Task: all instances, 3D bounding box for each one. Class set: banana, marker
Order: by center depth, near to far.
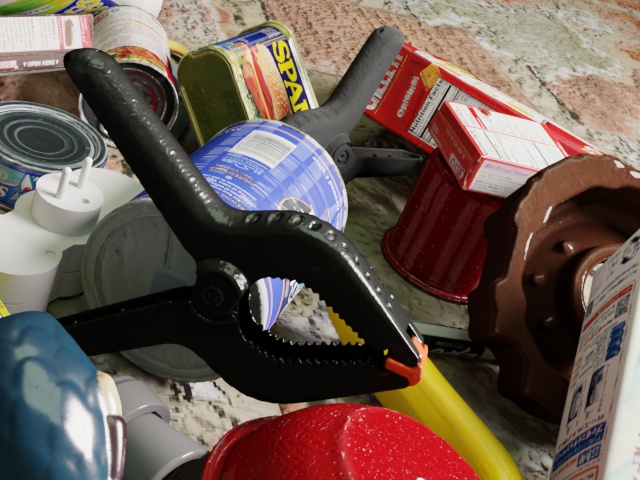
[{"bbox_3d":[0.059,0.087,0.580,0.037,0.069,0.198,-27,44,-14],"label":"banana"},{"bbox_3d":[0.085,0.064,0.677,0.121,0.020,0.020,10,32,-22],"label":"marker"}]

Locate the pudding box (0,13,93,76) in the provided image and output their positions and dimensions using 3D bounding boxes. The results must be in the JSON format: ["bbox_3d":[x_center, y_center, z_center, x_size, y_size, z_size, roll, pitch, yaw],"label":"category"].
[{"bbox_3d":[-0.220,-0.130,0.712,0.114,0.039,0.089,8,16,39],"label":"pudding box"}]

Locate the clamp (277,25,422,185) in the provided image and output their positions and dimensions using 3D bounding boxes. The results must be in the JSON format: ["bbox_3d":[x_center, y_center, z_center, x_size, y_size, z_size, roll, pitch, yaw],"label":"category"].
[{"bbox_3d":[0.007,-0.074,0.743,0.171,0.120,0.039,-30,34,-35],"label":"clamp"}]

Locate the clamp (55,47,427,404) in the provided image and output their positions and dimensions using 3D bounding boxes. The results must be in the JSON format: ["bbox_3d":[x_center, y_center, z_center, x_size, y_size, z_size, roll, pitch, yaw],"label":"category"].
[{"bbox_3d":[-0.054,0.027,0.502,0.210,0.165,0.036,28,21,2],"label":"clamp"}]

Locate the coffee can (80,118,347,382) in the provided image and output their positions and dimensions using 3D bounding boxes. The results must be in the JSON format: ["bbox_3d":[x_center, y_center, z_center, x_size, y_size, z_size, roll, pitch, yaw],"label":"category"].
[{"bbox_3d":[-0.054,0.001,0.597,0.103,0.103,0.140,27,30,7],"label":"coffee can"}]

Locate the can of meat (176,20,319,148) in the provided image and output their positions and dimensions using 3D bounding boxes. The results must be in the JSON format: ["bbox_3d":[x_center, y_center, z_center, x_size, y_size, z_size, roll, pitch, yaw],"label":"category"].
[{"bbox_3d":[-0.051,-0.100,0.771,0.058,0.102,0.083,-11,14,34],"label":"can of meat"}]

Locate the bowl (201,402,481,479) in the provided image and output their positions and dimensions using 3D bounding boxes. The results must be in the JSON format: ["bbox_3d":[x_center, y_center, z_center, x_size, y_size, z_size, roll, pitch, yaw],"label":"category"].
[{"bbox_3d":[0.029,0.125,0.464,0.162,0.055,0.162,32,25,-18],"label":"bowl"}]

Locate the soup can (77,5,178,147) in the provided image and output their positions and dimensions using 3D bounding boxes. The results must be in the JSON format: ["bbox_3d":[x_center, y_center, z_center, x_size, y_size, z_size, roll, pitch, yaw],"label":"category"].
[{"bbox_3d":[-0.140,-0.120,0.769,0.068,0.069,0.102,12,31,-20],"label":"soup can"}]

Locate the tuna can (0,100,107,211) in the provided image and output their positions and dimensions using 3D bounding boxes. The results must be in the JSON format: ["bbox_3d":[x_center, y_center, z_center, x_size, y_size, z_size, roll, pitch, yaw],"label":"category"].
[{"bbox_3d":[-0.177,-0.052,0.666,0.086,0.034,0.086,17,30,-11],"label":"tuna can"}]

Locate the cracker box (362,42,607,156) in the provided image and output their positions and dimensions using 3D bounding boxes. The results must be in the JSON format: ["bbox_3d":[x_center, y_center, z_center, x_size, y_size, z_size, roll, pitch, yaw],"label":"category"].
[{"bbox_3d":[0.143,-0.080,0.868,0.214,0.072,0.164,35,15,20],"label":"cracker box"}]

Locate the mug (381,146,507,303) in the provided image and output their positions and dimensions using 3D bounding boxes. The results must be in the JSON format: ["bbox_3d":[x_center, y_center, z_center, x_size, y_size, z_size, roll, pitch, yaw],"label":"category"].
[{"bbox_3d":[0.098,-0.022,0.762,0.093,0.082,0.117,10,32,-22],"label":"mug"}]

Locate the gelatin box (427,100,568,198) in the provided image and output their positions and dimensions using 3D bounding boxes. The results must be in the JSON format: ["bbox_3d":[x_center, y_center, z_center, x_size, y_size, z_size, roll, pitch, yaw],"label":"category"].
[{"bbox_3d":[0.125,-0.057,0.722,0.089,0.030,0.073,9,34,-24],"label":"gelatin box"}]
